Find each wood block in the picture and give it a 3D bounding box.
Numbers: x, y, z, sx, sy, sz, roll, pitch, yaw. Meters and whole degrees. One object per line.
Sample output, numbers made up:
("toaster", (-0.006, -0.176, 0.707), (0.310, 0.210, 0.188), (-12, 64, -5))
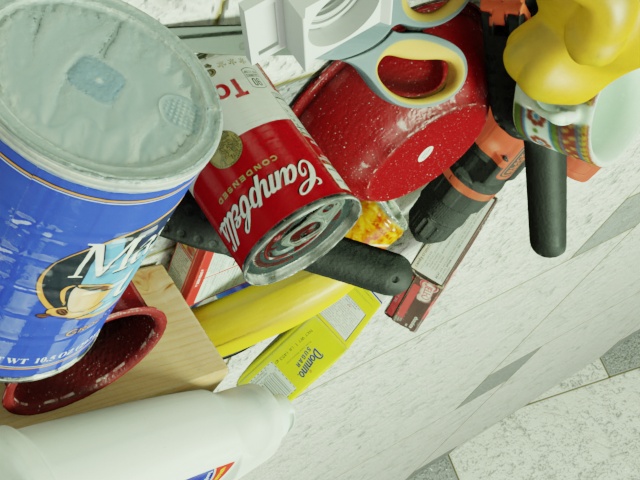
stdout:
("wood block", (-0.172, 0.092, 0.639), (0.205, 0.091, 0.090), (-14, 151, -46))

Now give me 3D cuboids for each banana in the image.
("banana", (-0.057, 0.050, 0.735), (0.198, 0.037, 0.069), (-20, -159, 18))

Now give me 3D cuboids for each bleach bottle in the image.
("bleach bottle", (-0.095, 0.125, 0.613), (0.103, 0.068, 0.250), (-48, 159, 30))

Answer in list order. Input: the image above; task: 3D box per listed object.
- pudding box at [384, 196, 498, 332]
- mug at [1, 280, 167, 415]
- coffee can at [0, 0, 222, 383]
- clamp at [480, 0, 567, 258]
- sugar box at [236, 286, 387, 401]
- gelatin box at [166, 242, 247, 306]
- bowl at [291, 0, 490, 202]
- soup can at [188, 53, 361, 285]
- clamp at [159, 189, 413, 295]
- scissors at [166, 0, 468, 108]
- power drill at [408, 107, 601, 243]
("pudding box", (0.105, 0.015, 0.935), (0.113, 0.039, 0.090), (-56, 174, -31))
("mug", (-0.135, 0.033, 0.571), (0.093, 0.081, 0.117), (-42, 160, 19))
("coffee can", (-0.116, -0.020, 0.445), (0.102, 0.103, 0.141), (-16, 154, -44))
("clamp", (0.146, -0.087, 0.692), (0.209, 0.036, 0.164), (30, 75, -56))
("sugar box", (0.002, 0.073, 0.875), (0.093, 0.048, 0.176), (-43, 177, 23))
("gelatin box", (-0.055, 0.001, 0.711), (0.089, 0.030, 0.073), (-23, 156, -33))
("bowl", (0.052, -0.074, 0.671), (0.162, 0.055, 0.162), (-30, 160, -12))
("soup can", (-0.035, -0.038, 0.537), (0.068, 0.102, 0.068), (-31, 161, -12))
("clamp", (-0.033, -0.004, 0.603), (0.171, 0.120, 0.039), (8, 96, -39))
("scissors", (0.011, -0.119, 0.541), (0.201, 0.016, 0.096), (11, 107, -42))
("power drill", (0.172, -0.073, 0.869), (0.187, 0.057, 0.185), (-16, 153, -44))
